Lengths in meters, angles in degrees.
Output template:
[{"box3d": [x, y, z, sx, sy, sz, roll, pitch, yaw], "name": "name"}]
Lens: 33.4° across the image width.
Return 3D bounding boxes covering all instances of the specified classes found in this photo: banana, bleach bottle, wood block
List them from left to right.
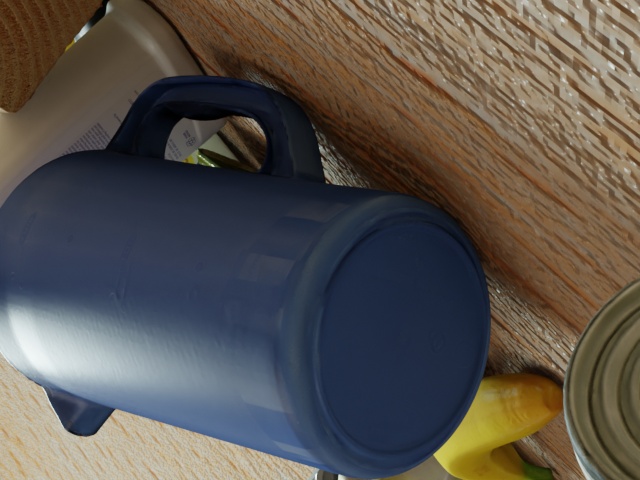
[{"box3d": [-0.192, -0.132, 0.597, 0.090, 0.091, 0.206, 38, 172, -21], "name": "wood block"}, {"box3d": [-0.176, -0.028, 0.624, 0.068, 0.250, 0.102, 41, 169, 40], "name": "bleach bottle"}, {"box3d": [0.088, 0.099, 0.556, 0.197, 0.070, 0.037, 64, -156, -67], "name": "banana"}]

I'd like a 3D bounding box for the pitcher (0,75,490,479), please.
[{"box3d": [-0.043, 0.016, 0.483, 0.243, 0.144, 0.149, 7, 126, 50], "name": "pitcher"}]
